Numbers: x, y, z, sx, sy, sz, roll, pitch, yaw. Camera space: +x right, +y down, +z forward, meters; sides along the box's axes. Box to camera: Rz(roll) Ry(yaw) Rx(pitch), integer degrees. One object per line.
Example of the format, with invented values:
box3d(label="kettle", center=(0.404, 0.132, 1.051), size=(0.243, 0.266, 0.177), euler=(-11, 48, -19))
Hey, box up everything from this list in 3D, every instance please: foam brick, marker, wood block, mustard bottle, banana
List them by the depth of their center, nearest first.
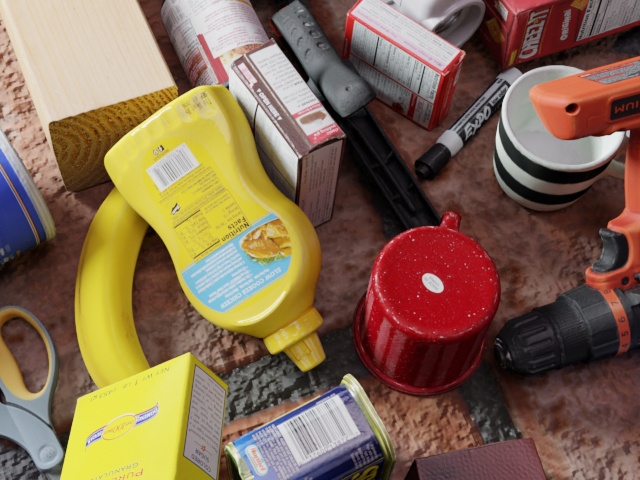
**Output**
box3d(label="foam brick", center=(0.095, 0.157, 0.649), size=(0.078, 0.051, 0.053), euler=(-8, 62, -8))
box3d(label="mustard bottle", center=(-0.054, 0.001, 0.698), size=(0.096, 0.058, 0.191), euler=(-33, 89, 18))
box3d(label="banana", center=(-0.130, 0.031, 0.715), size=(0.069, 0.037, 0.198), euler=(8, 61, -30))
box3d(label="wood block", center=(-0.178, -0.151, 0.776), size=(0.090, 0.090, 0.206), euler=(-20, 64, -14))
box3d(label="marker", center=(0.111, -0.087, 0.798), size=(0.020, 0.020, 0.121), euler=(38, 66, 15))

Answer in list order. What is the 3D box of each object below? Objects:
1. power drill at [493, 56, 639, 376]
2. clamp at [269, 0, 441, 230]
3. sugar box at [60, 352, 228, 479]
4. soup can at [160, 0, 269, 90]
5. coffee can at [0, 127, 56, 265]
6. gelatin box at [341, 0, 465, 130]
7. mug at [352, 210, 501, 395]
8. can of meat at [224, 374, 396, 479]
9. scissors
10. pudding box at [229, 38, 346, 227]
box3d(label="power drill", center=(0.185, -0.014, 0.686), size=(0.184, 0.187, 0.057), euler=(-18, 23, -14))
box3d(label="clamp", center=(0.018, -0.098, 0.757), size=(0.036, 0.164, 0.210), euler=(-32, 44, 1))
box3d(label="sugar box", center=(-0.106, 0.155, 0.595), size=(0.093, 0.048, 0.176), euler=(-25, 37, 23))
box3d(label="soup can", center=(-0.071, -0.140, 0.789), size=(0.068, 0.068, 0.102), euler=(-20, 65, -13))
box3d(label="coffee can", center=(-0.258, -0.012, 0.690), size=(0.140, 0.103, 0.103), euler=(-32, 68, -18))
box3d(label="gelatin box", center=(0.059, -0.131, 0.788), size=(0.089, 0.073, 0.030), euler=(34, 65, 14))
box3d(label="mug", center=(0.074, 0.033, 0.697), size=(0.093, 0.081, 0.117), euler=(18, 63, 6))
box3d(label="can of meat", center=(-0.008, 0.133, 0.629), size=(0.083, 0.102, 0.057), euler=(-25, 67, -14))
box3d(label="scissors", center=(-0.190, 0.134, 0.665), size=(0.096, 0.016, 0.202), euler=(-16, 64, -10))
box3d(label="pudding box", center=(-0.025, -0.066, 0.726), size=(0.039, 0.113, 0.090), euler=(-30, 69, -16))
